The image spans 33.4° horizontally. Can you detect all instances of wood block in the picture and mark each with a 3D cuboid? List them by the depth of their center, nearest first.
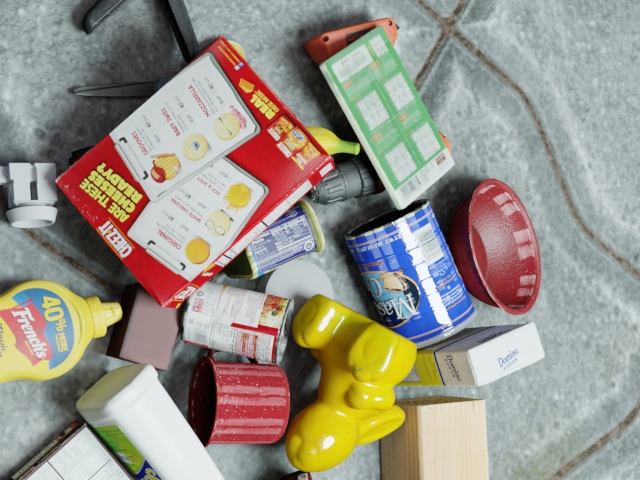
[{"bbox_3d":[0.128,0.281,1.187,0.090,0.090,0.206,0,86,-27],"label":"wood block"}]

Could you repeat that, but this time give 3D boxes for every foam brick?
[{"bbox_3d":[-0.175,0.086,1.072,0.051,0.053,0.078,19,79,-24],"label":"foam brick"}]

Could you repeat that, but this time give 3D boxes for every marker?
[{"bbox_3d":[-0.200,-0.100,1.092,0.121,0.020,0.020,-24,97,-26],"label":"marker"}]

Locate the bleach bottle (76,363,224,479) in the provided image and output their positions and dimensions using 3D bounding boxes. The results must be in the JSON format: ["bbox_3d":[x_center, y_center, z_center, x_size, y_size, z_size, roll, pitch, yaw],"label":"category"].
[{"bbox_3d":[-0.133,0.237,1.052,0.068,0.103,0.251,-43,106,-31],"label":"bleach bottle"}]

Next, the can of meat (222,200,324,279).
[{"bbox_3d":[-0.057,0.001,1.110,0.083,0.102,0.057,-24,98,-24],"label":"can of meat"}]

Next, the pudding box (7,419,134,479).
[{"bbox_3d":[-0.232,0.246,1.039,0.090,0.039,0.113,-42,106,-24],"label":"pudding box"}]

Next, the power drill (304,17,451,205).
[{"bbox_3d":[0.045,-0.145,1.199,0.184,0.057,0.187,-20,97,-26],"label":"power drill"}]

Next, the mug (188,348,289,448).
[{"bbox_3d":[-0.085,0.156,1.094,0.081,0.093,0.117,5,49,-24],"label":"mug"}]

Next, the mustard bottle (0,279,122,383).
[{"bbox_3d":[-0.282,0.089,1.015,0.191,0.058,0.096,-13,87,-27],"label":"mustard bottle"}]

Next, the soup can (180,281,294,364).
[{"bbox_3d":[-0.084,0.082,1.079,0.102,0.068,0.068,12,79,5],"label":"soup can"}]

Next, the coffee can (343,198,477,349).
[{"bbox_3d":[0.100,0.038,1.184,0.102,0.103,0.140,-28,98,-26],"label":"coffee can"}]

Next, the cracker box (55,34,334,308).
[{"bbox_3d":[-0.118,-0.064,1.029,0.213,0.072,0.164,-42,81,1],"label":"cracker box"}]

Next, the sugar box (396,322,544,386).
[{"bbox_3d":[0.151,0.126,1.160,0.093,0.176,0.048,-19,94,-27],"label":"sugar box"}]

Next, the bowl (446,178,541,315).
[{"bbox_3d":[0.194,0.012,1.240,0.161,0.055,0.162,21,62,-47],"label":"bowl"}]

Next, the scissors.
[{"bbox_3d":[-0.155,-0.178,1.121,0.201,0.016,0.096,10,83,-27],"label":"scissors"}]

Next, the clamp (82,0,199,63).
[{"bbox_3d":[-0.183,-0.272,1.104,0.120,0.039,0.171,6,76,-26],"label":"clamp"}]
